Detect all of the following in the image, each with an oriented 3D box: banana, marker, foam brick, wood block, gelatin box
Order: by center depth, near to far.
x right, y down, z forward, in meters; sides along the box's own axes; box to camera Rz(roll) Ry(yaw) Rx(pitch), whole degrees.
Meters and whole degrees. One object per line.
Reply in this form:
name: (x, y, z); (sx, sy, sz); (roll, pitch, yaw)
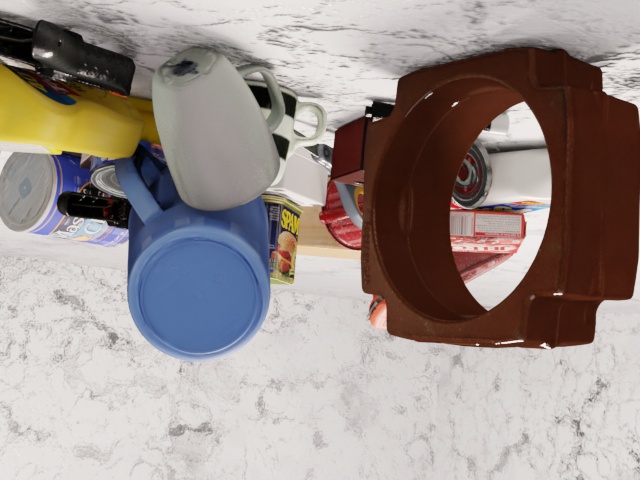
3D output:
marker: (0.097, -0.102, 0.896); (0.121, 0.020, 0.020); (5, 173, -3)
banana: (-0.150, -0.105, 0.979); (0.197, 0.037, 0.070); (10, 172, -36)
foam brick: (0.048, -0.080, 0.986); (0.053, 0.051, 0.078); (7, 173, -19)
gelatin box: (0.158, -0.007, 1.071); (0.089, 0.030, 0.073); (3, 169, 5)
wood block: (0.005, -0.028, 1.302); (0.206, 0.090, 0.091); (5, 173, 5)

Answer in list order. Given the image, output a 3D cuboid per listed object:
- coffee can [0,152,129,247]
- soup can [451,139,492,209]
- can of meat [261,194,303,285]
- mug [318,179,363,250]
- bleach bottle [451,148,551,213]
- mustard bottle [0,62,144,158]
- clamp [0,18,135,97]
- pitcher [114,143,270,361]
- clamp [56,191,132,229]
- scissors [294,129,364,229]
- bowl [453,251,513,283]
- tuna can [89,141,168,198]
coffee can: (-0.296, -0.051, 1.269); (0.103, 0.103, 0.140); (0, 172, 38)
soup can: (0.105, -0.062, 1.031); (0.068, 0.068, 0.102); (10, 172, -41)
can of meat: (-0.057, 0.001, 1.119); (0.057, 0.084, 0.102); (3, 173, 14)
mug: (0.052, -0.037, 1.169); (0.117, 0.093, 0.082); (-11, 180, -38)
bleach bottle: (0.185, -0.057, 1.054); (0.102, 0.068, 0.251); (9, 170, -35)
mustard bottle: (-0.223, -0.103, 0.813); (0.096, 0.058, 0.191); (31, -168, 21)
clamp: (-0.180, -0.130, 0.746); (0.120, 0.039, 0.171); (23, -171, 35)
pitcher: (-0.110, 0.007, 0.904); (0.149, 0.145, 0.243); (8, -168, -8)
clamp: (-0.219, -0.032, 1.139); (0.164, 0.036, 0.210); (11, 180, -29)
scissors: (0.008, -0.063, 1.021); (0.016, 0.096, 0.201); (-14, 166, 38)
bowl: (0.143, 0.030, 1.253); (0.162, 0.055, 0.162); (-26, 171, -4)
tuna can: (-0.180, -0.071, 1.035); (0.086, 0.034, 0.086); (2, 159, 0)
